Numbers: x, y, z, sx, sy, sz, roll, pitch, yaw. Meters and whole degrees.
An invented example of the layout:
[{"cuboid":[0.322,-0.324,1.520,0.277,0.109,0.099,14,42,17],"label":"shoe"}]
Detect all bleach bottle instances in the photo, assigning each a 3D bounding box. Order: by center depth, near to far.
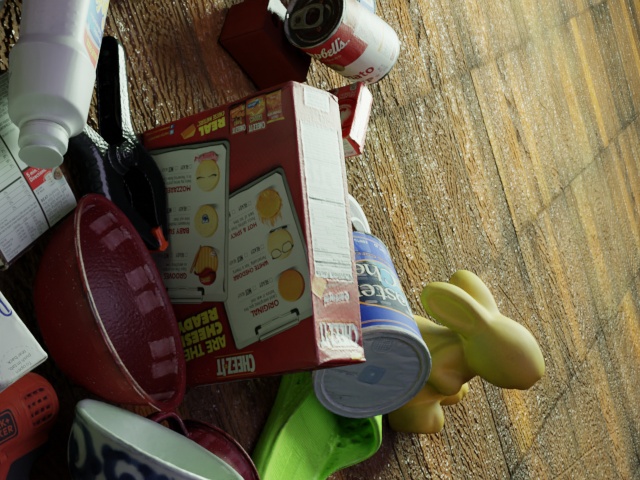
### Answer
[{"cuboid":[-0.178,-0.159,0.740,0.103,0.068,0.251,105,-13,-62],"label":"bleach bottle"}]

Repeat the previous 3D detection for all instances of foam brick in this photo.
[{"cuboid":[-0.051,-0.188,1.018,0.078,0.051,0.053,47,43,-40],"label":"foam brick"}]

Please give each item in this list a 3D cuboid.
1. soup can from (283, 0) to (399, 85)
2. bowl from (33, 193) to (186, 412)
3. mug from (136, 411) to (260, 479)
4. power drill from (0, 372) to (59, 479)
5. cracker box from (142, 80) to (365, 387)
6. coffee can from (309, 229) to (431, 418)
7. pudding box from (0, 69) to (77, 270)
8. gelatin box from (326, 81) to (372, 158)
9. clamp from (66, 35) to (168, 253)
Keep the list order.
[{"cuboid":[0.022,-0.196,1.018,0.102,0.069,0.068,23,61,-52],"label":"soup can"},{"cuboid":[-0.152,0.051,0.744,0.162,0.055,0.162,-21,90,-82],"label":"bowl"},{"cuboid":[-0.106,0.180,0.774,0.081,0.093,0.117,-38,119,-50],"label":"mug"},{"cuboid":[-0.207,0.190,0.640,0.184,0.057,0.187,-27,103,-57],"label":"power drill"},{"cuboid":[-0.056,0.001,0.840,0.071,0.164,0.214,6,74,-52],"label":"cracker box"},{"cuboid":[0.030,0.071,0.945,0.102,0.103,0.140,51,14,-37],"label":"coffee can"},{"cuboid":[-0.221,-0.046,0.713,0.113,0.039,0.090,64,34,-18],"label":"pudding box"},{"cuboid":[0.003,-0.112,1.043,0.030,0.089,0.073,49,43,-40],"label":"gelatin box"},{"cuboid":[-0.159,-0.073,0.822,0.120,0.039,0.171,-53,127,-44],"label":"clamp"}]
